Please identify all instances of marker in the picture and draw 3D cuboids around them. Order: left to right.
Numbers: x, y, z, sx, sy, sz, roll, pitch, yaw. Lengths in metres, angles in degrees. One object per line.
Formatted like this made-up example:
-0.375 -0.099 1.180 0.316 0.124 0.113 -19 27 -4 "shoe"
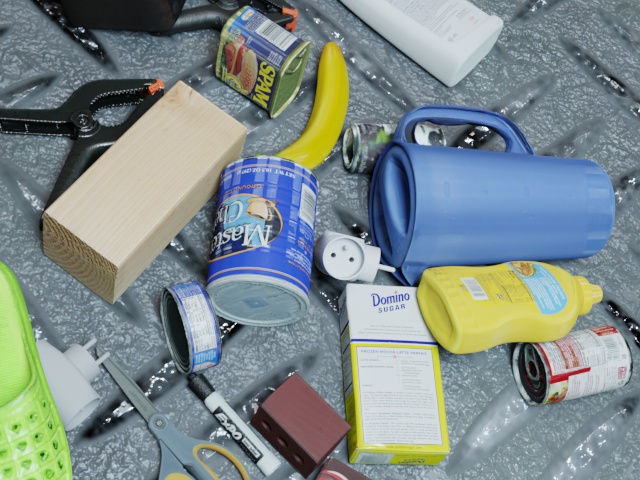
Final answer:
-0.084 0.172 1.012 0.020 0.020 0.121 -37 76 -27 "marker"

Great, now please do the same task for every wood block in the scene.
-0.174 -0.050 1.068 0.091 0.090 0.205 35 60 6 "wood block"

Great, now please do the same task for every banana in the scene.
-0.004 -0.136 1.175 0.069 0.037 0.197 51 49 -29 "banana"

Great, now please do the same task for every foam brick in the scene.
-0.019 0.174 1.007 0.078 0.053 0.051 43 61 11 "foam brick"

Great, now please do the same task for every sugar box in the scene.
0.070 0.131 1.057 0.093 0.048 0.176 4 58 -12 "sugar box"

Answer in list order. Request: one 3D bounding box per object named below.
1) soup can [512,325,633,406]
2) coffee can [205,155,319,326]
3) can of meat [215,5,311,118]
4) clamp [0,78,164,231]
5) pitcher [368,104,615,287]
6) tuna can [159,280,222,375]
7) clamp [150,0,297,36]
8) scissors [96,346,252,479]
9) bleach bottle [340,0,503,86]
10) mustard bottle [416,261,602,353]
0.258 0.127 1.092 0.102 0.069 0.068 -9 65 -18 "soup can"
-0.057 0.001 1.061 0.102 0.103 0.140 10 61 -9 "coffee can"
-0.065 -0.196 1.166 0.084 0.102 0.057 35 59 8 "can of meat"
-0.258 -0.119 1.115 0.165 0.036 0.209 43 61 14 "clamp"
0.181 -0.046 1.128 0.242 0.149 0.145 0 43 -18 "pitcher"
-0.123 0.082 1.012 0.033 0.086 0.086 -13 67 -22 "tuna can"
-0.113 -0.279 1.236 0.171 0.039 0.120 5 65 -11 "clamp"
-0.155 0.190 0.987 0.202 0.016 0.096 35 60 6 "scissors"
0.089 -0.294 1.279 0.251 0.068 0.102 39 60 11 "bleach bottle"
0.200 0.062 1.072 0.191 0.058 0.096 -5 39 -22 "mustard bottle"
